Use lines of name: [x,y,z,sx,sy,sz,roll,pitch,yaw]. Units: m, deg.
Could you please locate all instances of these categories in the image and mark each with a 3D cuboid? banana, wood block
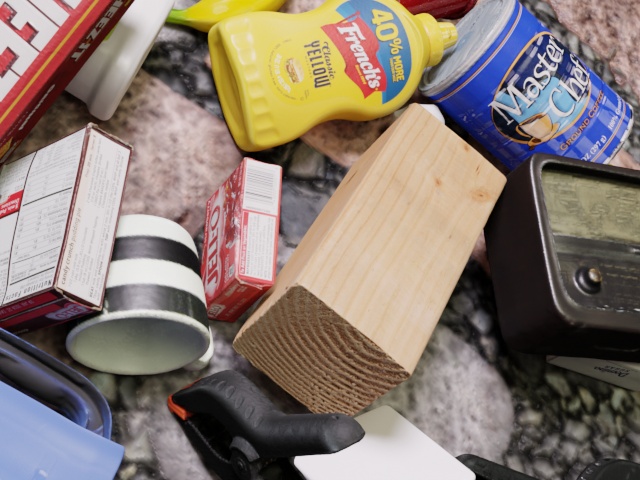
banana: [-0.047,-0.218,0.832,0.069,0.037,0.197,39,55,-8]
wood block: [0.038,0.011,0.719,0.090,0.091,0.205,39,46,-6]

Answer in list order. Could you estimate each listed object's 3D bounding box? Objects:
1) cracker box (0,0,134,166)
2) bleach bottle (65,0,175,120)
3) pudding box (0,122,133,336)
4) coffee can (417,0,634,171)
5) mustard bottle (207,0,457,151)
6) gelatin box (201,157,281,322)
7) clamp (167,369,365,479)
cracker box: [-0.236,-0.166,0.632,0.213,0.072,0.164,40,99,-6]
bleach bottle: [-0.227,-0.185,0.705,0.250,0.068,0.102,29,53,-11]
pudding box: [-0.161,-0.004,0.636,0.039,0.090,0.113,31,53,-42]
coffee can: [0.162,-0.114,0.847,0.140,0.103,0.102,39,55,-15]
mustard bottle: [0.018,-0.134,0.792,0.191,0.058,0.096,-18,95,-23]
gelatin box: [-0.055,0.001,0.705,0.030,0.073,0.089,13,63,-22]
clamp: [-0.029,0.134,0.628,0.039,0.172,0.120,-17,111,-35]
